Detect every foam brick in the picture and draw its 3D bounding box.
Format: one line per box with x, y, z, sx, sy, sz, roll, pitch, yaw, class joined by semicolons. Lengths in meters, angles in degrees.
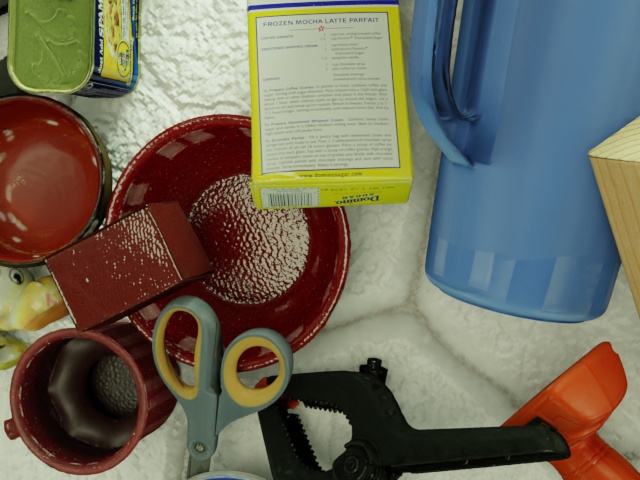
-0.115;0.015;0.645;0.078;0.053;0.051;-26;87;14;foam brick

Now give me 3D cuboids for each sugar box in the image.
0.003;-0.109;0.637;0.093;0.048;0.176;-2;69;-1;sugar box

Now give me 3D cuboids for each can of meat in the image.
-0.154;-0.143;0.686;0.057;0.084;0.102;3;94;13;can of meat

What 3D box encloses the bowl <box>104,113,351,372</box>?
-0.054;0.001;0.686;0.162;0.055;0.162;1;94;13;bowl

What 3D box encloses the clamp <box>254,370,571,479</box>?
0.037;0.131;0.630;0.164;0.036;0.210;-51;47;4;clamp

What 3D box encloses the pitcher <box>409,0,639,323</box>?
0.124;-0.083;0.598;0.149;0.145;0.243;12;99;10;pitcher

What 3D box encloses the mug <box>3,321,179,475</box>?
-0.152;0.103;0.702;0.117;0.081;0.093;-27;87;13;mug

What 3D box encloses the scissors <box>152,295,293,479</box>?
-0.058;0.124;0.677;0.096;0.016;0.202;1;119;15;scissors
